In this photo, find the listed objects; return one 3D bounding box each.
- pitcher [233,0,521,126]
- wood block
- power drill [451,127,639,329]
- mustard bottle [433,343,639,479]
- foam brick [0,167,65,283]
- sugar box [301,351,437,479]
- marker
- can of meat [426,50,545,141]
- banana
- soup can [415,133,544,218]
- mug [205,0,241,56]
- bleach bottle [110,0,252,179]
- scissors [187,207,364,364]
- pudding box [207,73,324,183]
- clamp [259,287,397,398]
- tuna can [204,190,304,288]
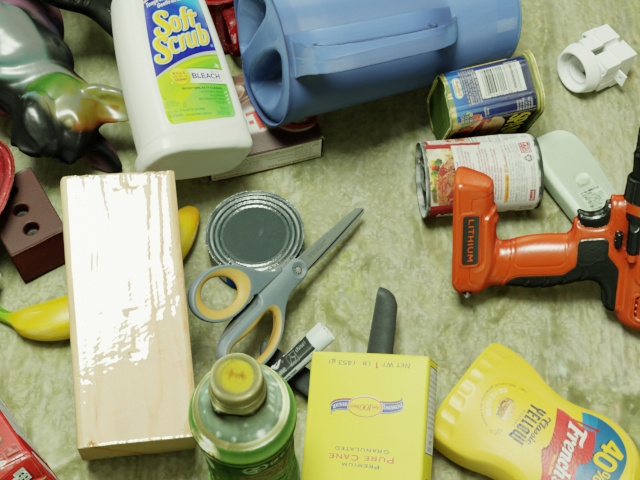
[{"bbox_3d":[0.056,-0.185,0.941,0.242,0.145,0.149,-14,64,-19],"label":"pitcher"},{"bbox_3d":[-0.150,0.059,0.831,0.090,0.091,0.206,-4,74,-11],"label":"wood block"},{"bbox_3d":[0.201,-0.019,0.866,0.188,0.184,0.057,4,20,10],"label":"power drill"},{"bbox_3d":[0.183,0.168,0.812,0.192,0.058,0.096,35,68,18],"label":"mustard bottle"},{"bbox_3d":[-0.255,-0.014,0.927,0.053,0.051,0.078,-29,64,-15],"label":"foam brick"},{"bbox_3d":[0.034,0.173,0.786,0.093,0.048,0.176,0,73,17],"label":"sugar box"},{"bbox_3d":[-0.039,0.112,0.846,0.121,0.020,0.020,-43,66,6],"label":"marker"},{"bbox_3d":[0.145,-0.123,0.953,0.084,0.102,0.057,-13,82,-4],"label":"can of meat"},{"bbox_3d":[-0.180,0.035,0.906,0.197,0.037,0.070,-27,66,-14],"label":"banana"},{"bbox_3d":[0.138,-0.057,0.935,0.102,0.068,0.068,-5,60,-2],"label":"soup can"},{"bbox_3d":[-0.095,-0.227,1.028,0.093,0.081,0.117,-20,62,-10],"label":"mug"},{"bbox_3d":[-0.141,-0.178,0.928,0.102,0.068,0.251,-9,73,-33],"label":"bleach bottle"},{"bbox_3d":[-0.038,0.018,0.874,0.096,0.016,0.201,42,58,-19],"label":"scissors"},{"bbox_3d":[-0.062,-0.109,0.985,0.113,0.039,0.090,-16,62,-8],"label":"pudding box"},{"bbox_3d":[0.038,0.121,0.848,0.120,0.039,0.171,-35,67,4],"label":"clamp"},{"bbox_3d":[-0.056,0.001,0.925,0.086,0.034,0.086,-1,60,1],"label":"tuna can"}]
